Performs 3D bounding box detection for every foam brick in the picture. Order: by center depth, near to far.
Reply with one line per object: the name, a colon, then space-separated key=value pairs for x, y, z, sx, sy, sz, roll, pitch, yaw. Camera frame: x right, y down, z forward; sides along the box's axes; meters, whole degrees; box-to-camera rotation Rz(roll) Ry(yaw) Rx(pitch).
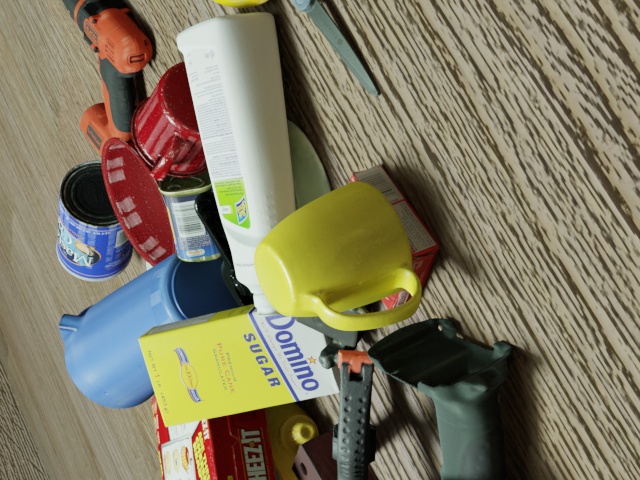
foam brick: x=0.015 y=0.229 z=1.028 sx=0.078 sy=0.051 sz=0.053 roll=56 pitch=151 yaw=28

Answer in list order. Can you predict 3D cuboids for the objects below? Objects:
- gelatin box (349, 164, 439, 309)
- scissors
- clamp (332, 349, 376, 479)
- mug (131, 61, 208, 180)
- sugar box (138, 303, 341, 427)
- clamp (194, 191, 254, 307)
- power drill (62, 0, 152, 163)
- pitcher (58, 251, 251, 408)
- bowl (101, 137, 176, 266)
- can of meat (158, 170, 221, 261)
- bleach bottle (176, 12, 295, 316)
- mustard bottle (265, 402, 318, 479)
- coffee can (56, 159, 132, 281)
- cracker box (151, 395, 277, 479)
gelatin box: x=0.049 y=-0.001 z=0.817 sx=0.089 sy=0.030 sz=0.073 roll=57 pitch=152 yaw=27
scissors: x=-0.028 y=-0.184 z=0.821 sx=0.096 sy=0.016 sz=0.202 roll=-25 pitch=85 yaw=38
clamp: x=0.028 y=0.179 z=0.886 sx=0.164 sy=0.036 sz=0.210 roll=-85 pitch=-4 yaw=-47
mug: x=-0.129 y=-0.109 z=1.008 sx=0.093 sy=0.117 sz=0.082 roll=31 pitch=150 yaw=-11
sugar box: x=-0.071 y=0.110 z=0.990 sx=0.048 sy=0.176 sz=0.093 roll=-41 pitch=-64 yaw=-70
clamp: x=-0.063 y=0.036 z=1.030 sx=0.120 sy=0.039 sz=0.171 roll=44 pitch=163 yaw=35
power drill: x=-0.253 y=-0.198 z=1.246 sx=0.185 sy=0.057 sz=0.188 roll=48 pitch=147 yaw=38
pitcher: x=-0.172 y=0.100 z=1.197 sx=0.243 sy=0.148 sz=0.145 roll=-32 pitch=78 yaw=49
bowl: x=-0.186 y=-0.050 z=1.214 sx=0.162 sy=0.055 sz=0.162 roll=39 pitch=143 yaw=38
can of meat: x=-0.128 y=-0.037 z=1.086 sx=0.102 sy=0.057 sz=0.084 roll=-101 pitch=3 yaw=-60
bleach bottle: x=-0.062 y=-0.061 z=0.913 sx=0.103 sy=0.068 sz=0.251 roll=1 pitch=100 yaw=63
mustard bottle: x=-0.046 y=0.216 z=1.133 sx=0.192 sy=0.058 sz=0.096 roll=-41 pitch=65 yaw=64
coffee can: x=-0.293 y=-0.024 z=1.402 sx=0.103 sy=0.102 sz=0.140 roll=59 pitch=153 yaw=22
cracker box: x=-0.116 y=0.214 z=1.130 sx=0.214 sy=0.072 sz=0.164 roll=130 pitch=133 yaw=-58
